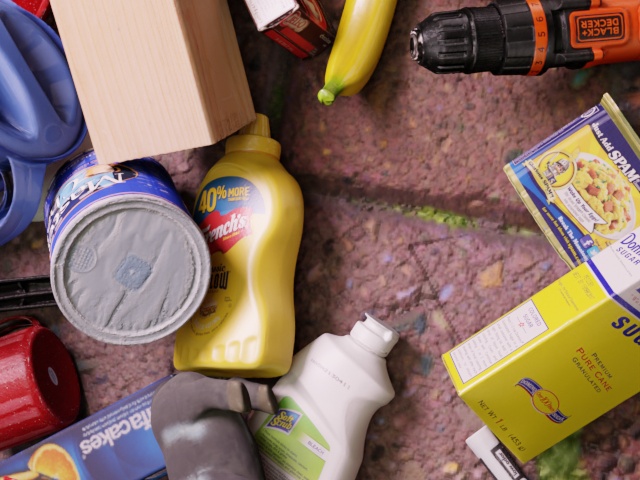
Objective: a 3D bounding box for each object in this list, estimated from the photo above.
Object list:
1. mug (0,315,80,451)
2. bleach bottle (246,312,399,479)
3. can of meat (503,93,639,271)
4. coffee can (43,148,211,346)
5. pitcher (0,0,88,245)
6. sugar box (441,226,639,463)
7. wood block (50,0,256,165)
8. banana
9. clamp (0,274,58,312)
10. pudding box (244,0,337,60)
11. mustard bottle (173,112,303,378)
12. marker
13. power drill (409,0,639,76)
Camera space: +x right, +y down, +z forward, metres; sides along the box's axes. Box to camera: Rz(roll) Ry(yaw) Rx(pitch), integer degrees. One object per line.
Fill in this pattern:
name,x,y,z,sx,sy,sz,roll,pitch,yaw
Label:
mug,-0.238,0.106,0.820,0.081,0.093,0.117,-20,44,10
bleach bottle,-0.017,0.168,0.755,0.103,0.068,0.251,34,94,16
can of meat,0.184,-0.031,0.711,0.084,0.057,0.102,-34,78,13
coffee can,-0.139,-0.001,0.746,0.102,0.140,0.103,-5,110,-15
pitcher,-0.297,-0.062,0.798,0.243,0.149,0.145,-27,116,31
sugar box,0.177,0.064,0.686,0.176,0.093,0.048,-34,36,14
wood block,-0.122,-0.166,0.723,0.091,0.090,0.206,-9,105,20
banana,0.040,-0.185,0.759,0.037,0.069,0.198,15,90,-1
clamp,-0.281,0.046,0.826,0.210,0.164,0.036,-12,79,39
pudding box,-0.037,-0.194,0.772,0.039,0.090,0.113,-30,77,13
mustard bottle,-0.055,0.001,0.769,0.096,0.058,0.191,-8,71,45
marker,0.143,0.180,0.726,0.020,0.020,0.121,-39,76,11
power drill,0.143,-0.202,0.693,0.184,0.057,0.188,-6,99,-11
